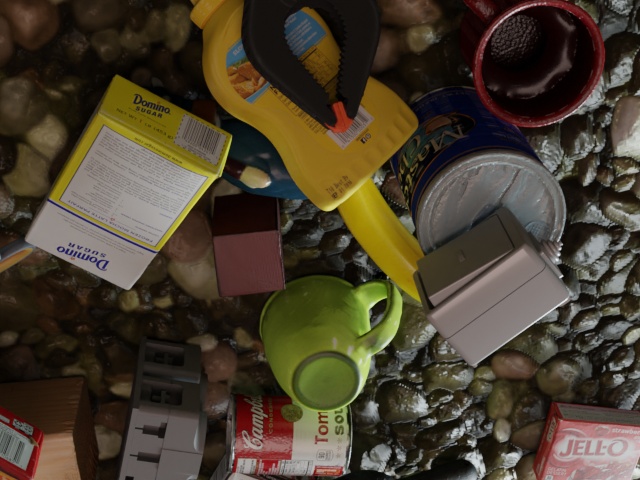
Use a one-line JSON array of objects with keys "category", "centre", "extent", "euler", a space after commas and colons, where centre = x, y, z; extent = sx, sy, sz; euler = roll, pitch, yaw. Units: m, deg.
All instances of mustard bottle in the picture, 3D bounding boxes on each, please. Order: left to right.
[{"category": "mustard bottle", "centre": [-0.027, -0.119, 0.761], "extent": [0.191, 0.058, 0.096], "euler": [46, 76, -3]}]

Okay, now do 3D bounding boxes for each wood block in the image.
[{"category": "wood block", "centre": [-0.297, 0.181, 0.890], "extent": [0.206, 0.091, 0.090], "euler": [-5, 116, -2]}]

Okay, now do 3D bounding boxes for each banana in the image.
[{"category": "banana", "centre": [0.064, 0.000, 0.849], "extent": [0.197, 0.037, 0.070], "euler": [44, 143, -15]}]

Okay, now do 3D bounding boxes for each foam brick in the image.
[{"category": "foam brick", "centre": [-0.055, 0.001, 0.828], "extent": [0.051, 0.078, 0.053], "euler": [-5, 117, -1]}]

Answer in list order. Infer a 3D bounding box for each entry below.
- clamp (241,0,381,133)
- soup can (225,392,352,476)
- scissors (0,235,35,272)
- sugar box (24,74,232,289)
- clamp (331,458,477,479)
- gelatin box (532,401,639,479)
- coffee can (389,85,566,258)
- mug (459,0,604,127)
[{"category": "clamp", "centre": [-0.007, -0.178, 0.718], "extent": [0.164, 0.036, 0.210], "euler": [-24, 90, -3]}, {"category": "soup can", "centre": [-0.029, 0.168, 0.919], "extent": [0.102, 0.068, 0.068], "euler": [4, 116, -8]}, {"category": "scissors", "centre": [-0.299, 0.042, 0.853], "extent": [0.202, 0.096, 0.016], "euler": [-30, 89, 41]}, {"category": "sugar box", "centre": [-0.144, -0.037, 0.778], "extent": [0.093, 0.048, 0.177], "euler": [28, 142, -16]}, {"category": "clamp", "centre": [0.053, 0.250, 0.965], "extent": [0.171, 0.039, 0.120], "euler": [4, 115, -28]}, {"category": "gelatin box", "centre": [0.246, 0.189, 0.975], "extent": [0.089, 0.030, 0.073], "euler": [7, 116, -9]}, {"category": "coffee can", "centre": [0.110, -0.043, 0.784], "extent": [0.102, 0.140, 0.103], "euler": [-2, 117, -4]}, {"category": "mug", "centre": [0.138, -0.146, 0.768], "extent": [0.117, 0.081, 0.093], "euler": [37, 108, -21]}]
